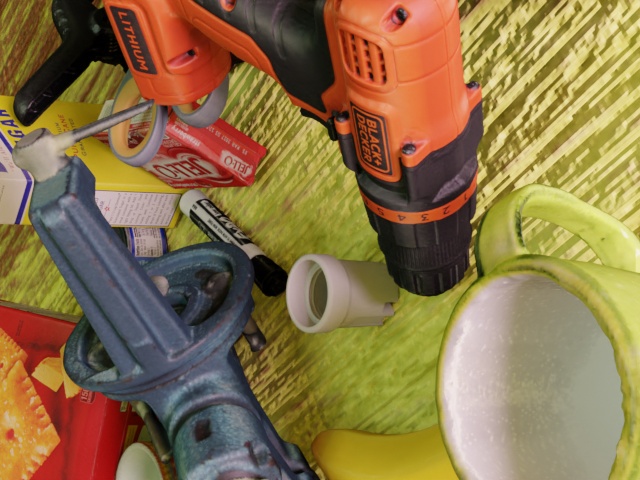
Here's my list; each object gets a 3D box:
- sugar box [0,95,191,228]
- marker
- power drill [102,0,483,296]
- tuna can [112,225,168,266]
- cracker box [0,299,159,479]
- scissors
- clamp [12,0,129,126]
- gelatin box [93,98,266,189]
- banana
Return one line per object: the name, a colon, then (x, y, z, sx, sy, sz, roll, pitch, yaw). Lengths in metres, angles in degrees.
sugar box: (-0.184, -0.054, 0.715, 0.048, 0.175, 0.093, -60, 44, 32)
marker: (-0.054, 0.001, 0.666, 0.121, 0.020, 0.020, 41, 120, 47)
power drill: (-0.010, -0.068, 0.485, 0.188, 0.057, 0.184, 29, 150, 30)
tuna can: (-0.144, 0.013, 0.776, 0.086, 0.033, 0.086, -5, 84, 54)
cracker box: (-0.219, 0.128, 0.758, 0.214, 0.072, 0.164, 9, 86, 29)
scissors: (-0.108, -0.119, 0.635, 0.096, 0.016, 0.202, -48, 46, 15)
clamp: (-0.138, -0.135, 0.743, 0.039, 0.120, 0.171, 128, 152, -51)
gelatin box: (-0.089, -0.060, 0.663, 0.089, 0.073, 0.030, 3, 66, 50)
banana: (0.057, 0.091, 0.497, 0.198, 0.037, 0.069, -41, 38, 43)
